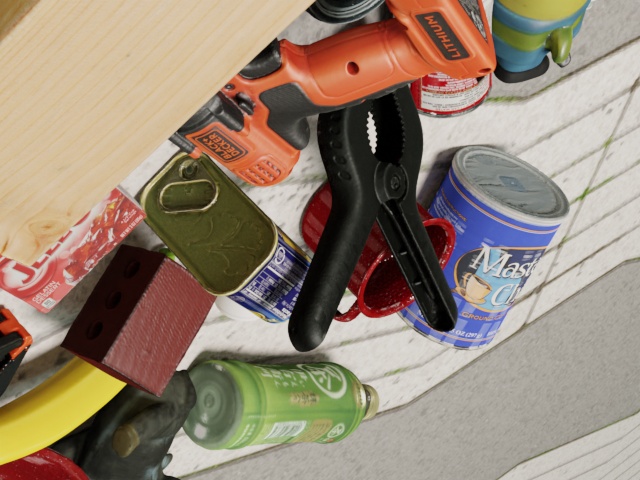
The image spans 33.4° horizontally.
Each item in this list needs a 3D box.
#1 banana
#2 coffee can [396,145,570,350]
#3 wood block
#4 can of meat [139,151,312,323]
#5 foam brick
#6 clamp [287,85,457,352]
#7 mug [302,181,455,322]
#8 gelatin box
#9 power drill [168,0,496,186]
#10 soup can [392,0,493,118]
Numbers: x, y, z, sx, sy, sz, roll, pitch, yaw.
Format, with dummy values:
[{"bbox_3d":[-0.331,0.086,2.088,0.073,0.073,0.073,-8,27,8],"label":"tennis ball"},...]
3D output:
[{"bbox_3d":[-0.161,0.087,0.697,0.197,0.037,0.069,-46,137,-27],"label":"banana"},{"bbox_3d":[0.130,0.007,0.895,0.102,0.103,0.140,-9,134,-44],"label":"coffee can"},{"bbox_3d":[-0.100,-0.095,0.459,0.206,0.090,0.090,-39,137,22],"label":"wood block"},{"bbox_3d":[-0.055,0.001,0.679,0.057,0.102,0.083,-46,151,1],"label":"can of meat"},{"bbox_3d":[-0.112,0.049,0.666,0.051,0.053,0.078,41,71,-37],"label":"foam brick"},{"bbox_3d":[0.029,-0.030,0.682,0.164,0.036,0.210,-12,97,-51],"label":"clamp"},{"bbox_3d":[0.034,0.007,0.804,0.093,0.082,0.117,9,120,-53],"label":"mug"},{"bbox_3d":[-0.156,-0.006,0.620,0.089,0.030,0.073,-44,148,-1],"label":"gelatin box"},{"bbox_3d":[-0.015,-0.107,0.570,0.188,0.057,0.184,-19,150,24],"label":"power drill"},{"bbox_3d":[0.081,-0.139,0.701,0.068,0.069,0.102,-32,146,-19],"label":"soup can"}]
